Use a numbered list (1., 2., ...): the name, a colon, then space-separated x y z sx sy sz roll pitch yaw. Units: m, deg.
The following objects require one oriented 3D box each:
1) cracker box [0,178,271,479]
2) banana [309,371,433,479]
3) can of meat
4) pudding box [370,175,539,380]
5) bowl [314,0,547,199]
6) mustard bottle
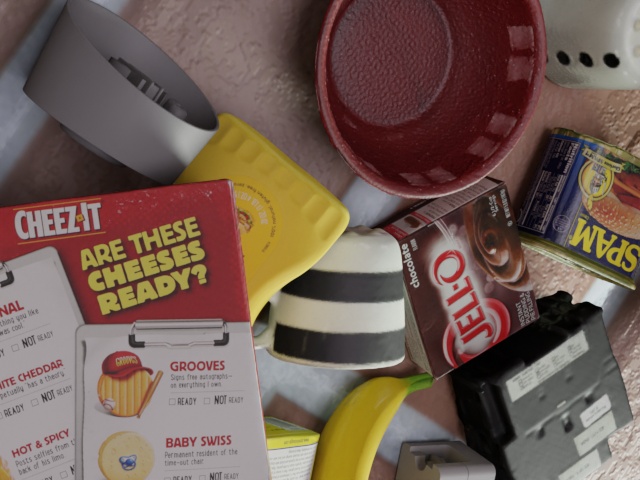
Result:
1. cracker box: -0.112 0.087 0.520 0.164 0.072 0.214 -8 91 -16
2. banana: 0.024 0.169 0.691 0.069 0.037 0.197 15 72 -1
3. can of meat: 0.189 -0.022 0.743 0.102 0.058 0.084 22 91 -32
4. pudding box: 0.091 0.024 0.713 0.090 0.039 0.113 -29 116 -18
5. bowl: 0.057 -0.109 0.646 0.161 0.055 0.162 -8 108 -26
6. mustard bottle: -0.077 0.029 0.600 0.096 0.058 0.191 40 94 0
